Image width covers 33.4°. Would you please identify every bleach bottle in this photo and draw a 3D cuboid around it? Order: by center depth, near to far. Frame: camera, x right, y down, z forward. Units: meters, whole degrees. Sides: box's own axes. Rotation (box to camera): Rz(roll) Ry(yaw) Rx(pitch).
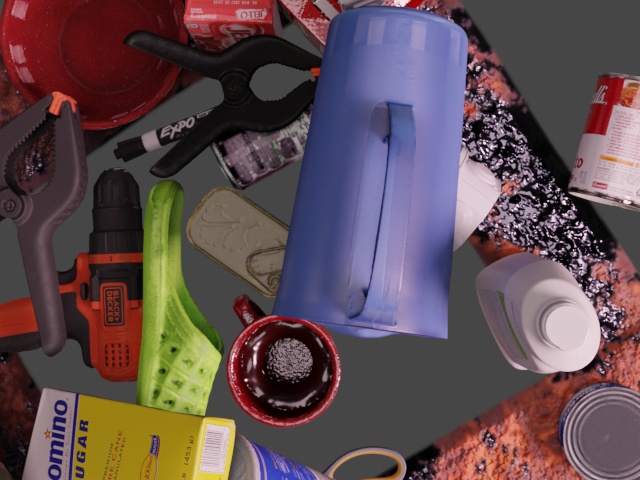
[{"bbox_3d":[0.168,0.061,0.802,0.068,0.251,0.102,-26,89,4],"label":"bleach bottle"}]

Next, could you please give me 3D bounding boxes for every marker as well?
[{"bbox_3d":[-0.124,-0.096,0.935,0.121,0.020,0.020,-20,90,4],"label":"marker"}]

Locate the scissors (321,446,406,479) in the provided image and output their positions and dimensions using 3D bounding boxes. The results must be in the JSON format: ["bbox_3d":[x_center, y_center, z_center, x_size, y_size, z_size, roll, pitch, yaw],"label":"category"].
[{"bbox_3d":[-0.016,0.240,0.935,0.202,0.016,0.096,-20,90,4],"label":"scissors"}]

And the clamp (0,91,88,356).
[{"bbox_3d":[-0.261,-0.026,0.883,0.164,0.036,0.210,17,91,6],"label":"clamp"}]

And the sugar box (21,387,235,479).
[{"bbox_3d":[-0.149,0.168,0.807,0.177,0.048,0.093,3,77,34],"label":"sugar box"}]

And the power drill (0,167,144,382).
[{"bbox_3d":[-0.239,0.033,0.923,0.188,0.057,0.184,-3,87,7],"label":"power drill"}]

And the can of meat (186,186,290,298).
[{"bbox_3d":[-0.056,0.001,0.900,0.102,0.084,0.057,35,93,3],"label":"can of meat"}]

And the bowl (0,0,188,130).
[{"bbox_3d":[-0.189,-0.174,0.920,0.162,0.055,0.162,0,91,4],"label":"bowl"}]

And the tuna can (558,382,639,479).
[{"bbox_3d":[0.247,0.165,0.908,0.086,0.033,0.086,0,91,4],"label":"tuna can"}]

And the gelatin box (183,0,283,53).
[{"bbox_3d":[-0.071,-0.179,0.894,0.073,0.089,0.030,2,81,3],"label":"gelatin box"}]

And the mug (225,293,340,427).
[{"bbox_3d":[-0.035,0.095,0.901,0.093,0.081,0.117,-39,89,3],"label":"mug"}]

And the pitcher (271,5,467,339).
[{"bbox_3d":[0.046,-0.048,0.800,0.149,0.144,0.243,5,85,42],"label":"pitcher"}]

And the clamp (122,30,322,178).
[{"bbox_3d":[-0.077,-0.132,0.868,0.171,0.039,0.120,-19,102,2],"label":"clamp"}]
